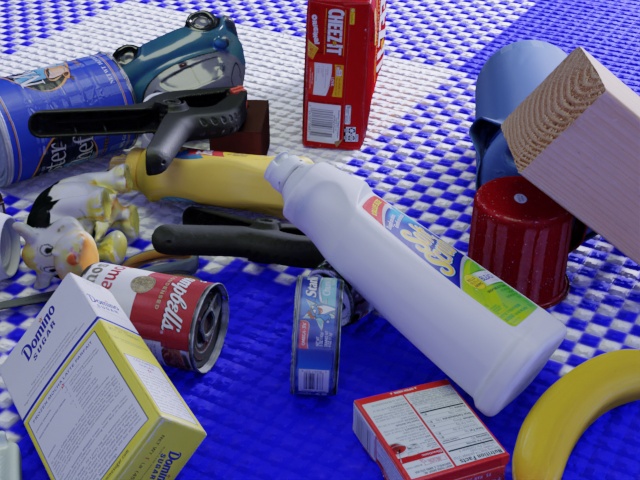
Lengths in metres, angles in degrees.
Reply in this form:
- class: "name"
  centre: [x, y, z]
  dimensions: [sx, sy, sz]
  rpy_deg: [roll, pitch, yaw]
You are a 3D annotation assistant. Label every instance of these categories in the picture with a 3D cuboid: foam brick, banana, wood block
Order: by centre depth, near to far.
- class: "banana"
  centre: [0.187, 0.118, 0.732]
  dimensions: [0.197, 0.037, 0.070]
  rpy_deg: [-23, 38, -32]
- class: "wood block"
  centre: [0.254, -0.047, 0.845]
  dimensions: [0.206, 0.091, 0.090]
  rpy_deg: [34, 25, -20]
- class: "foam brick"
  centre: [-0.080, -0.103, 1.073]
  dimensions: [0.053, 0.051, 0.078]
  rpy_deg: [2, 32, 2]

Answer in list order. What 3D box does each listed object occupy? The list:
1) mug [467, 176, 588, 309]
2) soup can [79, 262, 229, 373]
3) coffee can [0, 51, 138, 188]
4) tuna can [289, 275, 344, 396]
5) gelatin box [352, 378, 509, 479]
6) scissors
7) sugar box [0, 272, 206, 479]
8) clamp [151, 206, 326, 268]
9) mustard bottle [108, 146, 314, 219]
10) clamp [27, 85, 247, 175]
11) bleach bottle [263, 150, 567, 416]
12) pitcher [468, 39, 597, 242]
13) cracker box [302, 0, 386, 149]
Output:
- class: "mug"
  centre: [0.175, -0.003, 0.885]
  dimensions: [0.117, 0.081, 0.093]
  rpy_deg: [-14, 35, -22]
- class: "soup can"
  centre: [-0.128, 0.057, 0.800]
  dimensions: [0.102, 0.068, 0.068]
  rpy_deg: [10, 33, 16]
- class: "coffee can"
  centre: [-0.265, -0.120, 1.051]
  dimensions: [0.140, 0.103, 0.103]
  rpy_deg: [-22, 38, -32]
- class: "tuna can"
  centre: [-0.002, 0.068, 0.765]
  dimensions: [0.034, 0.086, 0.086]
  rpy_deg: [3, 32, 2]
- class: "gelatin box"
  centre: [0.072, 0.135, 0.710]
  dimensions: [0.073, 0.030, 0.089]
  rpy_deg: [-11, 33, -20]
- class: "scissors"
  centre: [-0.181, 0.047, 0.861]
  dimensions: [0.201, 0.016, 0.096]
  rpy_deg: [-20, 34, -29]
- class: "sugar box"
  centre: [-0.148, 0.105, 0.700]
  dimensions: [0.048, 0.093, 0.176]
  rpy_deg: [32, 9, -39]
- class: "clamp"
  centre: [-0.056, 0.001, 0.898]
  dimensions: [0.171, 0.039, 0.120]
  rpy_deg: [7, 17, 14]
- class: "mustard bottle"
  centre: [-0.105, -0.058, 0.985]
  dimensions: [0.192, 0.058, 0.096]
  rpy_deg: [7, 9, 14]
- class: "clamp"
  centre: [-0.149, -0.111, 0.980]
  dimensions: [0.165, 0.036, 0.209]
  rpy_deg: [16, 27, 28]
- class: "bleach bottle"
  centre: [0.055, 0.017, 0.781]
  dimensions: [0.251, 0.068, 0.102]
  rpy_deg: [38, 24, 18]
- class: "pitcher"
  centre: [0.216, -0.098, 1.013]
  dimensions: [0.145, 0.149, 0.242]
  rpy_deg: [-11, 27, 11]
- class: "cracker box"
  centre: [0.030, -0.217, 1.153]
  dimensions: [0.072, 0.164, 0.213]
  rpy_deg: [6, 32, 6]
